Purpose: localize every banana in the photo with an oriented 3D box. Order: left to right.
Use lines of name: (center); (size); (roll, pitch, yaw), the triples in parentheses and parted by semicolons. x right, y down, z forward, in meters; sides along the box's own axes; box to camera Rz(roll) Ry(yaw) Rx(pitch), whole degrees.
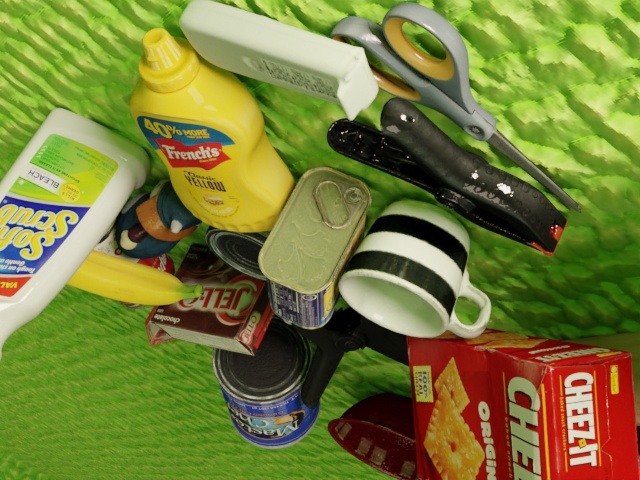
banana: (-0.205, 0.021, 0.966); (0.197, 0.037, 0.070); (18, 147, -16)

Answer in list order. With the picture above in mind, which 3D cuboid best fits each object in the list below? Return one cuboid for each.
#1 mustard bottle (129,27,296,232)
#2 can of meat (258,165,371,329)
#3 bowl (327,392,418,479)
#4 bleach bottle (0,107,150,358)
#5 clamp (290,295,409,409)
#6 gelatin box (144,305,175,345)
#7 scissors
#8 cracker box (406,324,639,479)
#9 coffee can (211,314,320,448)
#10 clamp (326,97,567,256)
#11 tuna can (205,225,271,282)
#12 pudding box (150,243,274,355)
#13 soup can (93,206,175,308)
mustard bottle: (-0.084, -0.081, 0.771); (0.096, 0.058, 0.191); (13, 151, 24)
can of meat: (-0.003, 0.008, 0.814); (0.057, 0.102, 0.084); (23, 157, 11)
bowl: (0.091, 0.213, 1.165); (0.162, 0.055, 0.162); (21, 154, 11)
bleach bottle: (-0.241, 0.015, 0.875); (0.102, 0.250, 0.068); (27, 155, -1)
clamp: (0.039, 0.082, 0.965); (0.165, 0.036, 0.210); (-7, 136, 13)
gelatin box: (-0.129, 0.076, 1.088); (0.089, 0.030, 0.073); (-12, 164, -23)
scissors: (0.098, -0.081, 0.644); (0.201, 0.016, 0.096); (31, 159, -8)
cracker box: (0.139, 0.153, 0.772); (0.072, 0.164, 0.214); (-6, -177, -19)
coffee can: (-0.054, 0.149, 1.127); (0.103, 0.102, 0.140); (20, 154, 14)
clamp: (0.089, -0.042, 0.687); (0.171, 0.039, 0.120); (25, 178, -6)
tuna can: (-0.056, 0.001, 0.928); (0.086, 0.033, 0.086); (21, 154, 11)
pudding box: (-0.092, 0.054, 0.996); (0.114, 0.090, 0.039); (5, 148, 39)
soup can: (-0.197, 0.011, 1.041); (0.069, 0.068, 0.102); (7, 148, 35)
